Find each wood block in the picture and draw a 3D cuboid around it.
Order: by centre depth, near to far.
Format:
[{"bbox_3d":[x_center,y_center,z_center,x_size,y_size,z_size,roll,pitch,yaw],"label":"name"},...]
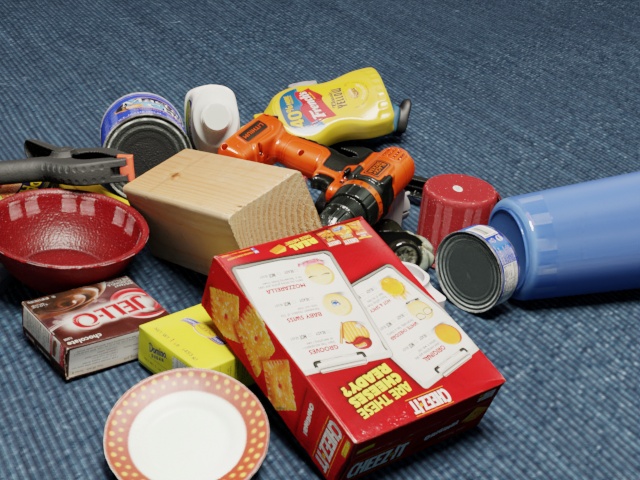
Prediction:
[{"bbox_3d":[-0.098,-0.024,1.061,0.090,0.090,0.206,-35,29,-26],"label":"wood block"}]

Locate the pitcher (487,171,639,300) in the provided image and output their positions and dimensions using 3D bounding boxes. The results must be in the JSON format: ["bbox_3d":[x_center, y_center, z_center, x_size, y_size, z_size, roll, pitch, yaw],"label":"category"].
[{"bbox_3d":[0.302,-0.005,1.140,0.242,0.149,0.145,-8,45,-16],"label":"pitcher"}]

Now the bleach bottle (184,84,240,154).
[{"bbox_3d":[-0.125,-0.143,1.248,0.068,0.102,0.251,-4,2,-7],"label":"bleach bottle"}]

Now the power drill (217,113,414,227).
[{"bbox_3d":[-0.014,-0.064,1.129,0.188,0.057,0.184,21,36,20],"label":"power drill"}]

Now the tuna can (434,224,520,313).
[{"bbox_3d":[0.159,0.028,1.080,0.033,0.086,0.086,-19,36,-40],"label":"tuna can"}]

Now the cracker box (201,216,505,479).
[{"bbox_3d":[0.023,0.087,0.906,0.163,0.072,0.214,-16,51,-34],"label":"cracker box"}]

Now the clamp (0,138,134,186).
[{"bbox_3d":[-0.275,-0.084,1.147,0.171,0.039,0.120,3,27,8],"label":"clamp"}]

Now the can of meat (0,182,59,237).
[{"bbox_3d":[-0.334,-0.034,1.155,0.084,0.057,0.102,1,27,-1],"label":"can of meat"}]

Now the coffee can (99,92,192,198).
[{"bbox_3d":[-0.205,-0.111,1.245,0.102,0.103,0.140,-1,18,-12],"label":"coffee can"}]

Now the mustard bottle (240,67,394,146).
[{"bbox_3d":[-0.008,-0.159,1.366,0.191,0.058,0.096,-15,58,-6],"label":"mustard bottle"}]

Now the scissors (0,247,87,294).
[{"bbox_3d":[-0.295,0.030,1.080,0.201,0.016,0.096,-4,30,-17],"label":"scissors"}]

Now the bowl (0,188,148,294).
[{"bbox_3d":[-0.253,0.008,1.056,0.162,0.055,0.162,8,29,-5],"label":"bowl"}]

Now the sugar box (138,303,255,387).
[{"bbox_3d":[-0.068,0.086,0.976,0.175,0.048,0.093,-22,38,-39],"label":"sugar box"}]

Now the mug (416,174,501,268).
[{"bbox_3d":[0.159,-0.024,1.184,0.117,0.081,0.093,-15,33,-33],"label":"mug"}]

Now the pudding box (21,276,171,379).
[{"bbox_3d":[-0.203,0.078,0.977,0.113,0.039,0.090,-17,34,-36],"label":"pudding box"}]

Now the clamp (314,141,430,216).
[{"bbox_3d":[0.032,-0.079,1.318,0.164,0.036,0.210,-13,29,-24],"label":"clamp"}]
